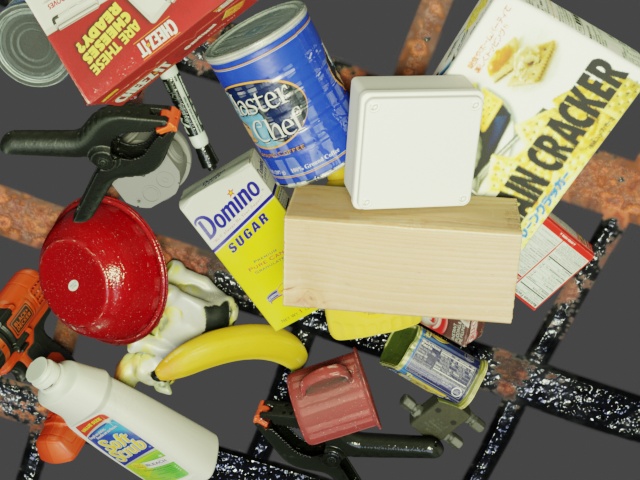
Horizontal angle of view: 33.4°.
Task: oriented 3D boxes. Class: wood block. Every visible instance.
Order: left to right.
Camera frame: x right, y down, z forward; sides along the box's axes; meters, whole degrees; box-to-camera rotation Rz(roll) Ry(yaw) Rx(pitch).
[{"bbox_3d":[0.074,0.010,0.976,0.206,0.090,0.091,4,114,5],"label":"wood block"}]

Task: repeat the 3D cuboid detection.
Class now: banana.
[{"bbox_3d":[-0.081,0.120,1.129,0.197,0.037,0.070,9,100,-40],"label":"banana"}]

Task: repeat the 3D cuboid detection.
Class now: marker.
[{"bbox_3d":[-0.130,-0.122,1.052,0.020,0.020,0.121,-16,116,14],"label":"marker"}]

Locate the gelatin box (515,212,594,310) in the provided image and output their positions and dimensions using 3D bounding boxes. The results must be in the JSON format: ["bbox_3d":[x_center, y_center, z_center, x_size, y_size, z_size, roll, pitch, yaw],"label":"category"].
[{"bbox_3d":[0.221,0.018,1.089,0.073,0.030,0.089,37,116,-16],"label":"gelatin box"}]

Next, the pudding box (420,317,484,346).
[{"bbox_3d":[0.128,0.039,1.081,0.090,0.039,0.113,27,124,33],"label":"pudding box"}]

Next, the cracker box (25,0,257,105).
[{"bbox_3d":[-0.178,-0.248,0.909,0.164,0.072,0.214,-34,85,17],"label":"cracker box"}]

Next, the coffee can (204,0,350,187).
[{"bbox_3d":[-0.029,-0.135,0.987,0.103,0.102,0.140,-22,115,16],"label":"coffee can"}]

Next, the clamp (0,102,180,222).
[{"bbox_3d":[-0.211,-0.088,0.998,0.172,0.039,0.120,-31,132,25],"label":"clamp"}]

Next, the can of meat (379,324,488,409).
[{"bbox_3d":[0.116,0.129,1.123,0.084,0.102,0.057,30,82,-8],"label":"can of meat"}]

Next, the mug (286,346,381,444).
[{"bbox_3d":[0.011,0.165,1.140,0.081,0.093,0.117,-18,151,2],"label":"mug"}]

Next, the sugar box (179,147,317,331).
[{"bbox_3d":[-0.057,0.002,1.098,0.093,0.048,0.176,-30,114,19],"label":"sugar box"}]

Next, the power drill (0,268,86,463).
[{"bbox_3d":[-0.312,0.151,1.140,0.057,0.184,0.187,-4,129,30],"label":"power drill"}]

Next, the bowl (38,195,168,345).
[{"bbox_3d":[-0.235,0.037,1.092,0.162,0.055,0.162,8,107,29],"label":"bowl"}]

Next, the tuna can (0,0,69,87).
[{"bbox_3d":[-0.270,-0.191,1.019,0.086,0.033,0.086,2,119,4],"label":"tuna can"}]

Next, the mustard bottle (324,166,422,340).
[{"bbox_3d":[0.039,-0.003,1.062,0.096,0.058,0.191,-11,98,0],"label":"mustard bottle"}]

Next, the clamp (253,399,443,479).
[{"bbox_3d":[0.025,0.235,1.221,0.210,0.036,0.165,33,125,-10],"label":"clamp"}]

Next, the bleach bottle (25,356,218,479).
[{"bbox_3d":[-0.222,0.194,1.152,0.103,0.068,0.250,-16,140,30],"label":"bleach bottle"}]
